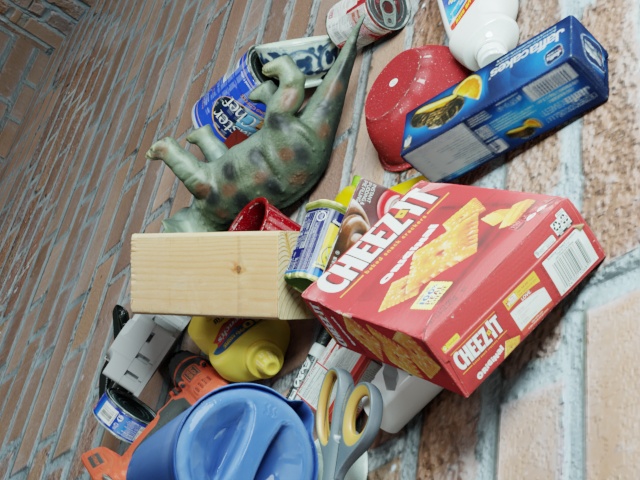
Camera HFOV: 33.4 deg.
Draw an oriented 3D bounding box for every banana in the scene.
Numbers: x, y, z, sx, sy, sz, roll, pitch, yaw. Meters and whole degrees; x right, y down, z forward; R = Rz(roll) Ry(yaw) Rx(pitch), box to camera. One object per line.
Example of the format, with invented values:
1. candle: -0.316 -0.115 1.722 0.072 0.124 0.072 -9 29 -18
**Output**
1. banana: 0.062 -0.045 1.136 0.069 0.037 0.198 -63 25 -10

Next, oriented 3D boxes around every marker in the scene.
1. marker: -0.013 0.136 1.092 0.121 0.020 0.020 -63 25 -9

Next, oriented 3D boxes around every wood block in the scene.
1. wood block: -0.100 0.037 1.145 0.206 0.090 0.091 0 89 36

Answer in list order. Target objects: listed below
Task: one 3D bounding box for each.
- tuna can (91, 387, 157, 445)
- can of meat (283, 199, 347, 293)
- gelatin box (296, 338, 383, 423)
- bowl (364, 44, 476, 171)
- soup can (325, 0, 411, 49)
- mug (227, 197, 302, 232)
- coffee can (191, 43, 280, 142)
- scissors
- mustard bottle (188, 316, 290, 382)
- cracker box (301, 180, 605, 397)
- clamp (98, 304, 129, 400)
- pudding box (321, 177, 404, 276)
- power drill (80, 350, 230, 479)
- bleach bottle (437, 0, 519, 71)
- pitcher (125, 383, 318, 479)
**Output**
1. tuna can: -0.242 0.223 1.343 0.034 0.086 0.086 -56 25 2
2. can of meat: 0.020 0.020 1.066 0.058 0.102 0.084 -14 52 57
3. gelatin box: 0.020 0.134 1.015 0.073 0.030 0.089 -58 21 -4
4. bowl: 0.098 -0.158 1.176 0.162 0.055 0.162 -42 29 30
5. soup can: 0.060 -0.290 1.382 0.102 0.068 0.068 -15 49 57
6. mug: -0.058 0.002 1.254 0.093 0.081 0.117 -45 28 28
7. coffee can: -0.107 -0.203 1.551 0.141 0.102 0.102 -38 31 37
8. scissors: 0.019 0.204 0.899 0.096 0.016 0.202 -25 58 54
9. mustard bottle: -0.084 0.110 1.203 0.096 0.058 0.192 -38 25 -8
10. cracker box: 0.100 0.029 0.881 0.164 0.072 0.214 -43 23 -16
11. clamp: -0.284 0.155 1.554 0.165 0.036 0.210 -25 42 50
12. pudding box: 0.058 0.008 1.016 0.039 0.090 0.113 117 175 -74
13. power drill: -0.191 0.211 1.245 0.187 0.057 0.185 -46 19 -10
14. bleach bottle: 0.175 -0.265 1.149 0.103 0.068 0.251 -43 31 31
15. pitcher: -0.115 0.225 1.013 0.243 0.149 0.145 144 135 -61
